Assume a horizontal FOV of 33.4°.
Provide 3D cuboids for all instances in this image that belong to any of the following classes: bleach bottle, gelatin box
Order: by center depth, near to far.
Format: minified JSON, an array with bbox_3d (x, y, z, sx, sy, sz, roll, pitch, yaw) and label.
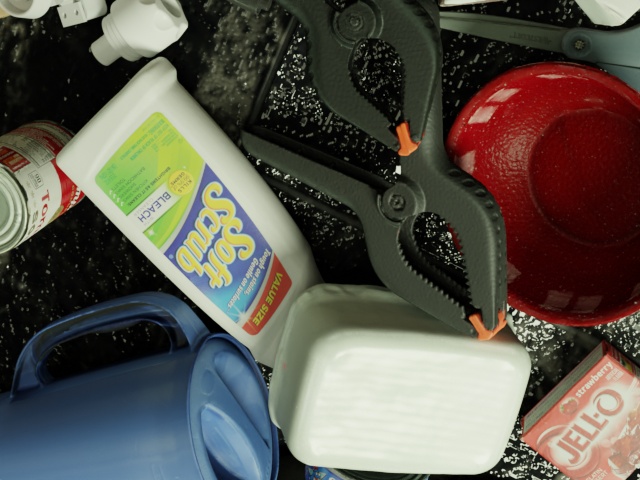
[{"bbox_3d":[-0.055,0.001,0.722,0.103,0.068,0.250,-43,100,12],"label":"bleach bottle"},{"bbox_3d":[0.192,0.124,0.728,0.073,0.030,0.089,39,112,-3],"label":"gelatin box"}]

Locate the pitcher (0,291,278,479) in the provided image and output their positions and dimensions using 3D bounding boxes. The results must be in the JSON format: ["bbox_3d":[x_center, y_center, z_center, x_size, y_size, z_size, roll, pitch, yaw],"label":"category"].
[{"bbox_3d":[-0.164,0.142,0.766,0.243,0.149,0.145,-13,147,20],"label":"pitcher"}]

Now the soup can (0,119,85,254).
[{"bbox_3d":[-0.205,-0.037,0.719,0.068,0.102,0.068,4,110,11],"label":"soup can"}]

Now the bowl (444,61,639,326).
[{"bbox_3d":[0.155,-0.032,0.649,0.162,0.055,0.162,14,114,34],"label":"bowl"}]

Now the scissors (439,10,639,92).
[{"bbox_3d":[0.168,-0.103,0.660,0.202,0.016,0.096,-3,109,13],"label":"scissors"}]

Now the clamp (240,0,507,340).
[{"bbox_3d":[0.059,-0.037,0.663,0.165,0.036,0.210,-42,81,33],"label":"clamp"}]

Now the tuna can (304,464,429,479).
[{"bbox_3d":[0.033,0.159,0.746,0.086,0.086,0.034,16,113,6],"label":"tuna can"}]

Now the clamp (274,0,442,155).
[{"bbox_3d":[0.028,-0.135,0.610,0.120,0.039,0.171,-29,98,23],"label":"clamp"}]
